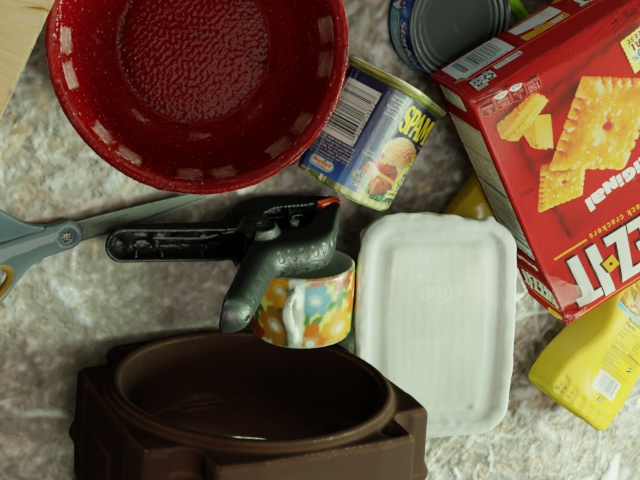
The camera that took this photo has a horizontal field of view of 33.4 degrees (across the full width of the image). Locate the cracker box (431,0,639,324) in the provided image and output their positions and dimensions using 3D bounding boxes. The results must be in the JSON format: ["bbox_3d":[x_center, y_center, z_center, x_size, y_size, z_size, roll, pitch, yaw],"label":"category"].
[{"bbox_3d":[0.200,-0.067,0.778,0.164,0.072,0.213,-31,120,-3],"label":"cracker box"}]

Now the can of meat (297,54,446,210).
[{"bbox_3d":[0.035,-0.070,0.734,0.084,0.057,0.102,-61,161,6],"label":"can of meat"}]

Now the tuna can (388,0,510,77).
[{"bbox_3d":[0.092,-0.159,0.766,0.086,0.034,0.086,-10,113,-26],"label":"tuna can"}]

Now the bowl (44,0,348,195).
[{"bbox_3d":[-0.068,-0.108,0.591,0.162,0.055,0.162,-2,99,-10],"label":"bowl"}]

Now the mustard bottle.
[{"bbox_3d":[0.267,0.067,0.933,0.096,0.058,0.191,37,88,-33],"label":"mustard bottle"}]

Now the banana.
[{"bbox_3d":[0.142,-0.086,0.823,0.069,0.037,0.198,12,101,-14],"label":"banana"}]

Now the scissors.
[{"bbox_3d":[-0.178,-0.016,0.678,0.201,0.016,0.096,-32,120,-16],"label":"scissors"}]

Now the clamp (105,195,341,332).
[{"bbox_3d":[-0.055,0.001,0.713,0.171,0.120,0.039,-29,142,-52],"label":"clamp"}]

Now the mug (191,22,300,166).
[{"bbox_3d":[-0.049,-0.093,0.682,0.093,0.082,0.117,-39,122,-12],"label":"mug"}]
